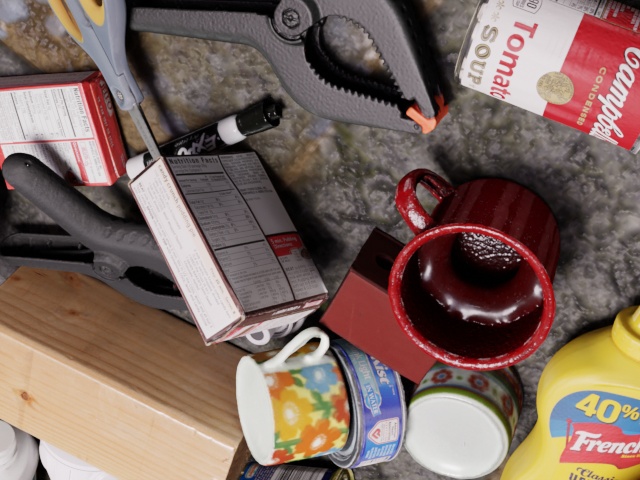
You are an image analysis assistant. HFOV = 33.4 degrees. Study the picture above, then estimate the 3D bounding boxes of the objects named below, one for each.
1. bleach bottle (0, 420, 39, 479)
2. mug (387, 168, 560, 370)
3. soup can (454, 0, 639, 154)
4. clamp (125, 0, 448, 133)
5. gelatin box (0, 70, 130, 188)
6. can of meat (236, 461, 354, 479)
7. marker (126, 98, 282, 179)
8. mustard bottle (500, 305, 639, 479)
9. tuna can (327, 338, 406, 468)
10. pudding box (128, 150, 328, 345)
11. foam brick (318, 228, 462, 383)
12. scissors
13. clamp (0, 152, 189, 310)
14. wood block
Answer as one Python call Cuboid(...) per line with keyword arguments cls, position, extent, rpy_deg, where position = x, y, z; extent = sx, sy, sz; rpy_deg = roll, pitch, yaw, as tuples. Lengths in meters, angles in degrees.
Cuboid(cls="bleach bottle", position=(-0.269, 0.224, 0.860), extent=(0.068, 0.102, 0.251), rpy_deg=(24, 139, 1))
Cuboid(cls="mug", position=(0.086, 0.006, 0.619), extent=(0.117, 0.081, 0.093), rpy_deg=(46, 122, -7))
Cuboid(cls="soup can", position=(0.129, -0.095, 0.551), extent=(0.102, 0.068, 0.069), rpy_deg=(23, 125, 9))
Cuboid(cls="clamp", position=(-0.010, -0.140, 0.601), extent=(0.210, 0.036, 0.165), rpy_deg=(34, 127, 5))
Cuboid(cls="gelatin box", position=(-0.178, -0.074, 0.716), extent=(0.089, 0.030, 0.073), rpy_deg=(-1, 117, 23))
Cuboid(cls="can of meat", position=(-0.016, 0.217, 0.807), extent=(0.084, 0.057, 0.102), rpy_deg=(1, 120, 25))
Cuboid(cls="marker", position=(-0.075, -0.063, 0.685), extent=(0.121, 0.020, 0.020), rpy_deg=(-19, 110, 31))
Cuboid(cls="mustard bottle", position=(0.179, 0.111, 0.659), extent=(0.096, 0.058, 0.192), rpy_deg=(14, 123, 3))
Cuboid(cls="tuna can", position=(0.023, 0.106, 0.705), extent=(0.033, 0.086, 0.086), rpy_deg=(-7, 126, -22))
Cuboid(cls="pudding box", position=(-0.054, 0.001, 0.649), extent=(0.039, 0.089, 0.113), rpy_deg=(-38, 74, 33))
Cuboid(cls="foam brick", position=(0.049, 0.042, 0.676), extent=(0.078, 0.053, 0.051), rpy_deg=(32, 126, 2))
Cuboid(cls="scissors", position=(-0.116, -0.102, 0.648), extent=(0.202, 0.016, 0.096), rpy_deg=(58, 152, -4))
Cuboid(cls="clamp", position=(-0.149, 0.010, 0.739), extent=(0.171, 0.039, 0.120), rpy_deg=(30, 150, -10))
Cuboid(cls="wood block", position=(-0.144, 0.105, 0.772), extent=(0.206, 0.090, 0.091), rpy_deg=(25, 127, 7))
